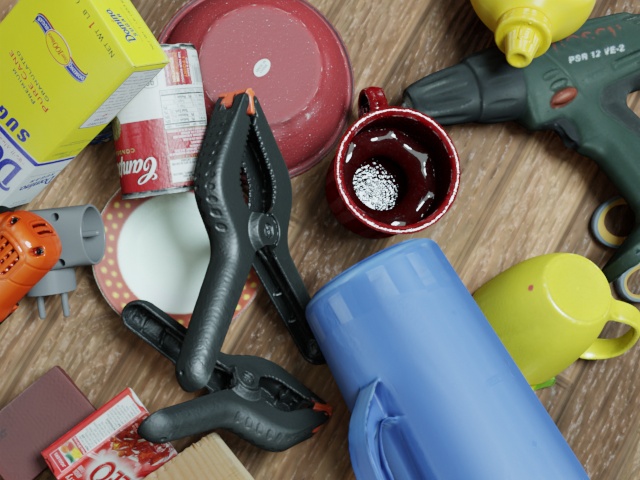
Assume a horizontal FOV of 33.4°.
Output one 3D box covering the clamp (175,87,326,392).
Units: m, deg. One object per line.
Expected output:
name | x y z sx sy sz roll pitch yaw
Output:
clamp | -0.055 0.001 0.740 0.036 0.164 0.210 -6 94 32

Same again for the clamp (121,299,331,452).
clamp | -0.064 0.113 0.747 0.171 0.039 0.120 25 35 -24

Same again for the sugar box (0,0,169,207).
sugar box | -0.191 -0.105 0.730 0.176 0.048 0.093 -38 82 30

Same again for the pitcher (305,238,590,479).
pitcher | 0.083 0.126 0.725 0.145 0.149 0.243 -28 78 -4

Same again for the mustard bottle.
mustard bottle | 0.164 -0.204 0.812 0.096 0.058 0.191 15 55 2

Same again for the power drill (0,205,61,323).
power drill | -0.289 -0.002 0.736 0.185 0.057 0.187 -41 85 15

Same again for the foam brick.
foam brick | -0.198 0.132 0.754 0.078 0.051 0.053 -40 90 -12

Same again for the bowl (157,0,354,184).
bowl | -0.048 -0.126 0.808 0.162 0.055 0.162 1 83 -9

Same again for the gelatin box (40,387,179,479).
gelatin box | -0.142 0.153 0.743 0.073 0.089 0.030 -36 54 -13

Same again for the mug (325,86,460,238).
mug | 0.046 -0.057 0.801 0.093 0.081 0.117 -13 86 -11

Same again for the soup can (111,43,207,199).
soup can | -0.114 -0.084 0.755 0.068 0.068 0.102 -8 95 -10
